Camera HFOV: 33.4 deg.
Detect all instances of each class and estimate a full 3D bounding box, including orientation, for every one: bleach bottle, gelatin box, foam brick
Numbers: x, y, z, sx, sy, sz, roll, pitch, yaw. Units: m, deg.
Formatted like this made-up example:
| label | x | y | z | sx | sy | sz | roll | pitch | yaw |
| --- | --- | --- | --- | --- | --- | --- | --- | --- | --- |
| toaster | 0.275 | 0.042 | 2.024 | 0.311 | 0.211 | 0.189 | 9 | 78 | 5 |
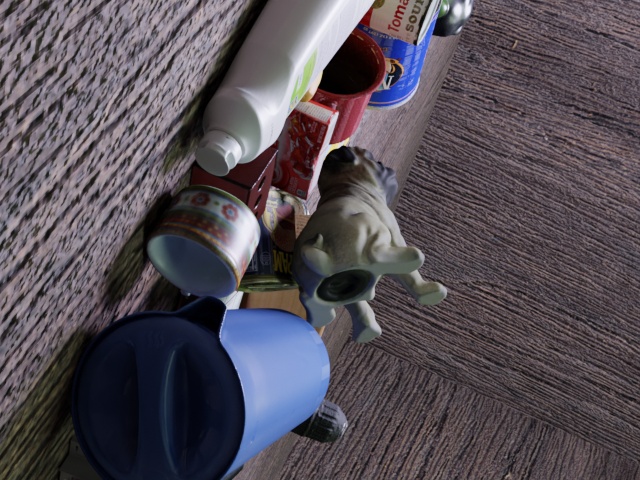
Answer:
| label | x | y | z | sx | sy | sz | roll | pitch | yaw |
| --- | --- | --- | --- | --- | --- | --- | --- | --- | --- |
| bleach bottle | -0.025 | -0.152 | 0.831 | 0.250 | 0.068 | 0.103 | -60 | 170 | -33 |
| gelatin box | -0.032 | -0.087 | 0.944 | 0.030 | 0.073 | 0.089 | -59 | 170 | -49 |
| foam brick | -0.073 | -0.041 | 0.863 | 0.078 | 0.051 | 0.053 | 106 | 10 | -50 |

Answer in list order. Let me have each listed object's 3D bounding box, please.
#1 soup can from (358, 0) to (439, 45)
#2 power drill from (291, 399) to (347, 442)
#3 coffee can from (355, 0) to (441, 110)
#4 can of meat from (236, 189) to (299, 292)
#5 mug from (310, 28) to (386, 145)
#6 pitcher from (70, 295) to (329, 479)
| label | x | y | z | sx | sy | sz | roll | pitch | yaw |
| --- | --- | --- | --- | --- | --- | --- | --- | --- | --- |
| soup can | 0.060 | -0.237 | 1.033 | 0.068 | 0.102 | 0.068 | 25 | 89 | -84 |
| power drill | -0.069 | 0.156 | 1.094 | 0.188 | 0.184 | 0.057 | 128 | -13 | -78 |
| coffee can | 0.068 | -0.222 | 1.151 | 0.140 | 0.103 | 0.102 | 102 | 13 | -60 |
| can of meat | -0.056 | 0.001 | 0.955 | 0.102 | 0.057 | 0.084 | 19 | 66 | -72 |
| mug | 0.005 | -0.133 | 0.990 | 0.082 | 0.093 | 0.117 | 112 | -14 | -55 |
| pitcher | -0.082 | 0.123 | 0.837 | 0.242 | 0.149 | 0.145 | 0 | 70 | -72 |
